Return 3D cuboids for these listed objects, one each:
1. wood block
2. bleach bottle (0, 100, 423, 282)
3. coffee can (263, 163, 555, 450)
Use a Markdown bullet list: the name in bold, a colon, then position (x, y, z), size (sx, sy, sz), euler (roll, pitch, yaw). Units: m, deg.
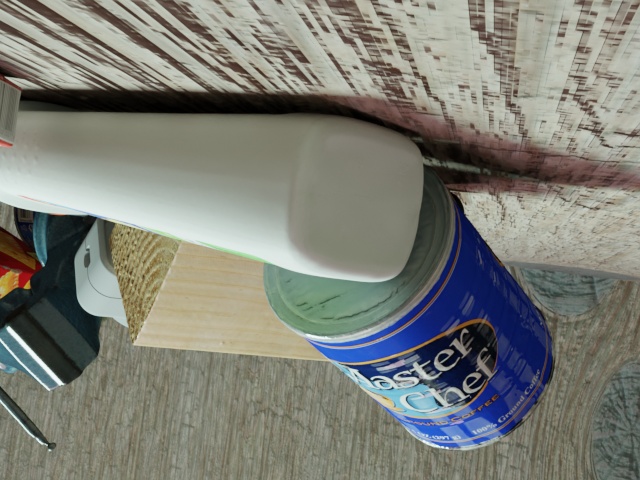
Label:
- **wood block**: position (-0.011, 0.011, 0.648), size (0.205, 0.090, 0.091), euler (8, -142, -29)
- **bleach bottle**: position (-0.083, -0.033, 0.513), size (0.251, 0.068, 0.102), euler (9, 180, 35)
- **coffee can**: position (0.050, 0.036, 0.558), size (0.103, 0.102, 0.140), euler (6, 153, 39)
